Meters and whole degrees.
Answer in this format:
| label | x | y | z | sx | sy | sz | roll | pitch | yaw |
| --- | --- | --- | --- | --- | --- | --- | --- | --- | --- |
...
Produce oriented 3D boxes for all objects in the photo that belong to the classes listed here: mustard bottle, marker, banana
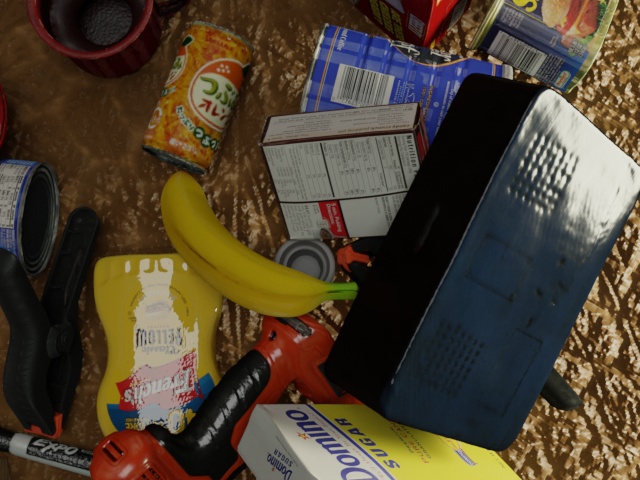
| label | x | y | z | sx | sy | sz | roll | pitch | yaw |
| --- | --- | --- | --- | --- | --- | --- | --- | --- | --- |
| mustard bottle | -0.117 | 0.107 | 0.790 | 0.096 | 0.058 | 0.191 | -2 | 84 | -5 |
| marker | -0.201 | 0.161 | 0.805 | 0.121 | 0.020 | 0.020 | 15 | 84 | 2 |
| banana | -0.065 | 0.006 | 0.759 | 0.198 | 0.069 | 0.037 | 35 | 121 | 34 |

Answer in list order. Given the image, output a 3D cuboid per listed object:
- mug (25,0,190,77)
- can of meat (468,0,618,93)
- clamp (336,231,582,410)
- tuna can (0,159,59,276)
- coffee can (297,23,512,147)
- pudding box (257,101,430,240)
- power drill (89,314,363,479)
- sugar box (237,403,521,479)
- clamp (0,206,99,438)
| label | x | y | z | sx | sy | sz | roll | pitch | yaw |
| --- | --- | --- | --- | --- | --- | --- | --- | --- | --- |
| mug | -0.155 | -0.175 | 0.809 | 0.117 | 0.081 | 0.093 | -17 | 84 | -1 |
| can of meat | 0.169 | -0.168 | 0.801 | 0.084 | 0.057 | 0.102 | 28 | 55 | 1 |
| clamp | 0.118 | 0.021 | 0.789 | 0.209 | 0.036 | 0.164 | 18 | 81 | -12 |
| tuna can | -0.223 | -0.017 | 0.791 | 0.034 | 0.086 | 0.086 | 6 | 84 | 3 |
| coffee can | 0.060 | -0.094 | 0.786 | 0.140 | 0.103 | 0.103 | 14 | 84 | 3 |
| pudding box | 0.022 | -0.046 | 0.741 | 0.114 | 0.039 | 0.090 | -4 | 128 | 15 |
| power drill | -0.051 | 0.150 | 0.755 | 0.187 | 0.184 | 0.057 | -45 | 44 | -17 |
| sugar box | 0.042 | 0.152 | 0.720 | 0.175 | 0.093 | 0.048 | 9 | 113 | -39 |
| clamp | -0.197 | 0.059 | 0.782 | 0.039 | 0.120 | 0.171 | 17 | 120 | 22 |
